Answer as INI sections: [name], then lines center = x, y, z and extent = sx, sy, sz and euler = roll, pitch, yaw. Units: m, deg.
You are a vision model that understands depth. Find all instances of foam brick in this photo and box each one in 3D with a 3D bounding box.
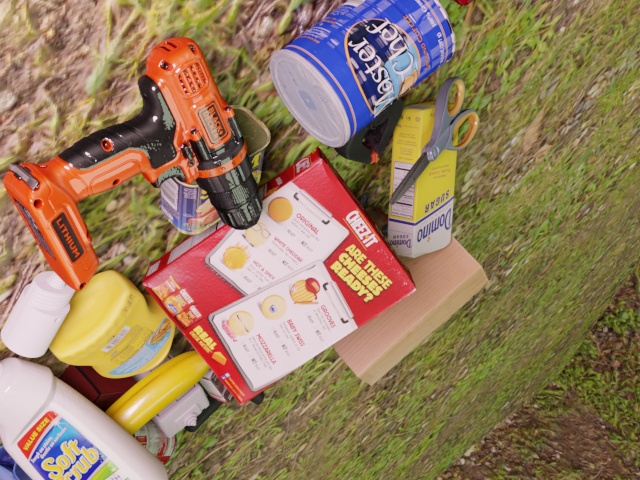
[foam brick]
center = -0.237, 0.161, 1.125
extent = 0.053, 0.051, 0.078
euler = -52, 158, 12

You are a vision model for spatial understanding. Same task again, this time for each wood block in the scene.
[wood block]
center = 0.106, 0.081, 1.371
extent = 0.206, 0.091, 0.090
euler = -42, 158, 1

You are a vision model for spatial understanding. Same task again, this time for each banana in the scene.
[banana]
center = -0.182, 0.173, 1.119
extent = 0.197, 0.037, 0.069
euler = -37, 153, -20

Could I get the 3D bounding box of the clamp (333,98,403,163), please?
[clamp]
center = 0.059, -0.149, 1.136
extent = 0.164, 0.036, 0.210
euler = -42, 161, -9

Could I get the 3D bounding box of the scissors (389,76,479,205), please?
[scissors]
center = 0.125, -0.120, 1.204
extent = 0.201, 0.016, 0.096
euler = -34, 122, -46

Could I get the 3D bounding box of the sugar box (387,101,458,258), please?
[sugar box]
center = 0.123, -0.074, 1.270
extent = 0.093, 0.048, 0.176
euler = -18, 112, -51

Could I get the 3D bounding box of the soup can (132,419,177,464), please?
[soup can]
center = -0.223, 0.238, 1.265
extent = 0.068, 0.068, 0.102
euler = -49, 158, 8

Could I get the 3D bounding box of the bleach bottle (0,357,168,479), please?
[bleach bottle]
center = -0.254, 0.191, 1.017
extent = 0.102, 0.068, 0.250
euler = -33, 129, 8

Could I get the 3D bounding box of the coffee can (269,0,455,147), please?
[coffee can]
center = 0.039, -0.167, 0.977
extent = 0.140, 0.103, 0.103
euler = -39, 158, -17

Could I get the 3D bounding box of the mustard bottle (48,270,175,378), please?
[mustard bottle]
center = -0.196, 0.093, 1.070
extent = 0.096, 0.058, 0.191
euler = -46, 159, -3

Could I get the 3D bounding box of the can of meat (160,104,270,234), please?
[can of meat]
center = -0.099, -0.063, 0.974
extent = 0.102, 0.057, 0.084
euler = -35, 158, -27

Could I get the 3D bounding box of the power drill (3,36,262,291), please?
[power drill]
center = -0.141, -0.044, 0.852
extent = 0.187, 0.057, 0.184
euler = -38, 128, -20

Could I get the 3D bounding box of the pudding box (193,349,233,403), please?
[pudding box]
center = -0.108, 0.125, 1.261
extent = 0.113, 0.039, 0.090
euler = -61, 158, -19

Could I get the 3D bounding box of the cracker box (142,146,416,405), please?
[cracker box]
center = -0.040, 0.035, 1.054
extent = 0.214, 0.164, 0.072
euler = -35, -164, 8
